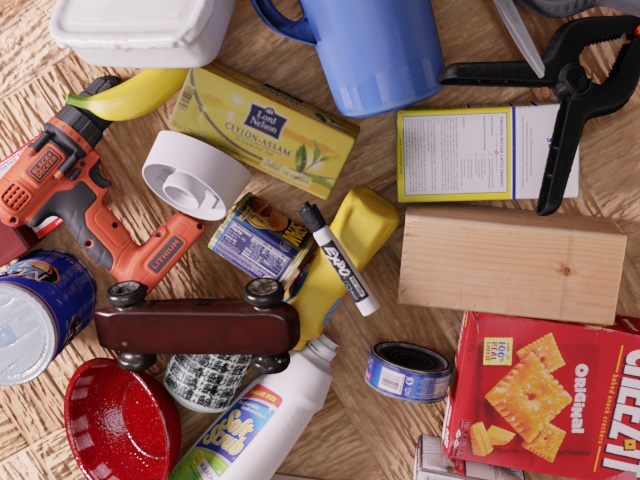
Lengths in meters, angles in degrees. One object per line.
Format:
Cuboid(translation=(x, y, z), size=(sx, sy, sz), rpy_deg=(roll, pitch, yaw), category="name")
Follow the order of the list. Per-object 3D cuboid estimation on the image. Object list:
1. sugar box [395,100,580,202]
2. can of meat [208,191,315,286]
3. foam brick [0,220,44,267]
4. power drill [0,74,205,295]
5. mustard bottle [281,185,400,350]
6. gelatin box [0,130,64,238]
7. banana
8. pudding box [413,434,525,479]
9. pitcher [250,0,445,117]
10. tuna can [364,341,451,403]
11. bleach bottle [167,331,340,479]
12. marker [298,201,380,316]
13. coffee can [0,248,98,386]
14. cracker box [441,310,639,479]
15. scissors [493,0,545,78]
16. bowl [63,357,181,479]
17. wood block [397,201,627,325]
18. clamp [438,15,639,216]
Cuboid(translation=(0.162, -0.087, 1.044), size=(0.176, 0.048, 0.093), rpy_deg=(-1, 104, 2), category="sugar box")
Cuboid(translation=(-0.057, 0.001, 1.060), size=(0.084, 0.102, 0.057), rpy_deg=(34, 105, -1), category="can of meat")
Cuboid(translation=(-0.334, -0.016, 1.108), size=(0.051, 0.053, 0.078), rpy_deg=(-33, 98, 12), category="foam brick")
Cuboid(translation=(-0.208, -0.048, 1.068), size=(0.187, 0.057, 0.184), rpy_deg=(42, 78, -10), category="power drill")
Cuboid(translation=(0.005, 0.039, 1.064), size=(0.058, 0.096, 0.192), rpy_deg=(33, 105, -3), category="mustard bottle")
Cuboid(translation=(-0.285, -0.059, 1.104), size=(0.073, 0.030, 0.089), rpy_deg=(-33, 99, 14), category="gelatin box")
Cuboid(translation=(-0.153, -0.179, 1.035), size=(0.197, 0.037, 0.069), rpy_deg=(-44, 111, -6), category="banana")
Cuboid(translation=(0.153, 0.242, 1.103), size=(0.113, 0.090, 0.039), rpy_deg=(11, 103, 3), category="pudding box")
Cuboid(translation=(0.025, -0.238, 0.978), size=(0.149, 0.144, 0.243), rpy_deg=(-7, 108, 34), category="pitcher")
Cuboid(translation=(0.089, 0.133, 1.085), size=(0.086, 0.086, 0.034), rpy_deg=(12, 104, 3), category="tuna can")
Cuboid(translation=(-0.069, 0.197, 1.117), size=(0.068, 0.103, 0.251), rpy_deg=(35, 94, -36), category="bleach bottle")
Cuboid(translation=(0.017, 0.016, 0.996), size=(0.020, 0.020, 0.121), rpy_deg=(-31, 98, 12), category="marker")
Cuboid(translation=(-0.295, 0.074, 1.080), size=(0.103, 0.140, 0.103), rpy_deg=(1, 104, 5), category="coffee can")
Cuboid(translation=(0.241, 0.153, 1.082), size=(0.213, 0.072, 0.164), rpy_deg=(9, 105, 3), category="cracker box")
Cuboid(translation=(0.172, -0.248, 0.978), size=(0.096, 0.016, 0.202), rpy_deg=(-40, 72, 1), category="scissors")
Cuboid(translation=(-0.198, 0.195, 1.125), size=(0.162, 0.055, 0.162), rpy_deg=(9, 104, 36), category="bowl")
Cuboid(translation=(0.182, 0.020, 1.045), size=(0.206, 0.090, 0.091), rpy_deg=(6, 103, 4), category="wood block")
Cuboid(translation=(0.220, -0.149, 0.985), size=(0.164, 0.036, 0.210), rpy_deg=(46, 78, -6), category="clamp")
